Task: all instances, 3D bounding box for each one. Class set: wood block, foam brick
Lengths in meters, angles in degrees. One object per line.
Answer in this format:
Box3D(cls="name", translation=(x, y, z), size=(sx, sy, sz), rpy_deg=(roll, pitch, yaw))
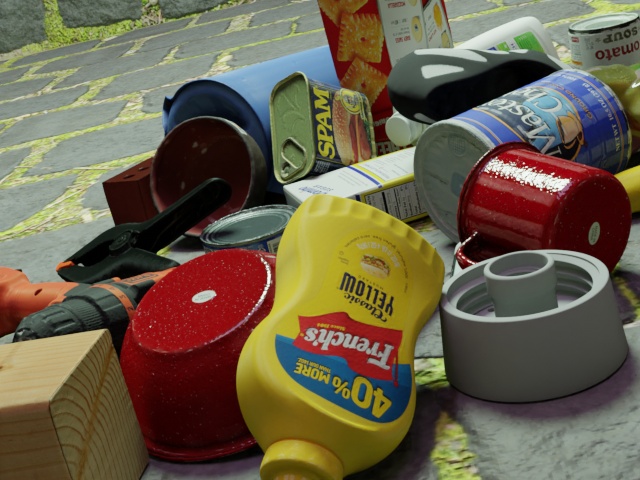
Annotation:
Box3D(cls="wood block", translation=(-0.215, 0.119, 0.589), size=(0.206, 0.090, 0.090), rpy_deg=(-9, 18, 12))
Box3D(cls="foam brick", translation=(-0.175, -0.051, 1.096), size=(0.053, 0.051, 0.078), rpy_deg=(0, 24, 35))

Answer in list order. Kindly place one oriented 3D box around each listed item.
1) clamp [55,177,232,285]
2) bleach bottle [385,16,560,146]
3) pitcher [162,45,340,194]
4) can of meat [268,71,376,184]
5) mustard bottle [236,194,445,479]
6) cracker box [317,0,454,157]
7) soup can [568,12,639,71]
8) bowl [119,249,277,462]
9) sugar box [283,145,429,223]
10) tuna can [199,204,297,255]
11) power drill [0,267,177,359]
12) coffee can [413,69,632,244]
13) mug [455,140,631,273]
Box3D(cls="clamp", translation=(-0.153, 0.016, 0.885), size=(0.172, 0.039, 0.120), rpy_deg=(-25, 25, 24))
Box3D(cls="bleach bottle", translation=(0.151, -0.142, 1.058), size=(0.068, 0.102, 0.250), rpy_deg=(-17, 12, 46))
Box3D(cls="pitcher", translation=(-0.033, -0.125, 1.121), size=(0.145, 0.149, 0.242), rpy_deg=(-17, 9, 39))
Box3D(cls="can of meat", translation=(0.004, -0.098, 1.000), size=(0.083, 0.102, 0.058), rpy_deg=(9, -22, -39))
Box3D(cls="mustard bottle", translation=(0.007, 0.066, 0.571), size=(0.058, 0.096, 0.191), rpy_deg=(-49, 16, 46))
Box3D(cls="cracker box", translation=(0.074, -0.198, 1.093), size=(0.072, 0.214, 0.164), rpy_deg=(-4, 21, 30))
Box3D(cls="soup can", translation=(0.277, -0.160, 1.020), size=(0.068, 0.102, 0.068), rpy_deg=(-12, 19, 4))
Box3D(cls="bowl", translation=(-0.062, 0.055, 0.651), size=(0.162, 0.055, 0.162), rpy_deg=(-17, 34, 12))
Box3D(cls="sugar box", translation=(0.064, -0.045, 0.930), size=(0.176, 0.048, 0.093), rpy_deg=(-20, 18, -10))
Box3D(cls="tuna can", translation=(-0.056, 0.001, 0.897), size=(0.086, 0.034, 0.086), rpy_deg=(-12, 19, 4))
Box3D(cls="power drill", translation=(-0.199, 0.055, 0.759), size=(0.188, 0.057, 0.184), rpy_deg=(1, 7, 27))
Box3D(cls="coffee can", translation=(0.158, -0.065, 0.833), size=(0.140, 0.103, 0.103), rpy_deg=(-25, 22, -31))
Box3D(cls="mug", translation=(0.144, -0.009, 0.714), size=(0.117, 0.093, 0.082), rpy_deg=(-31, 29, -24))
